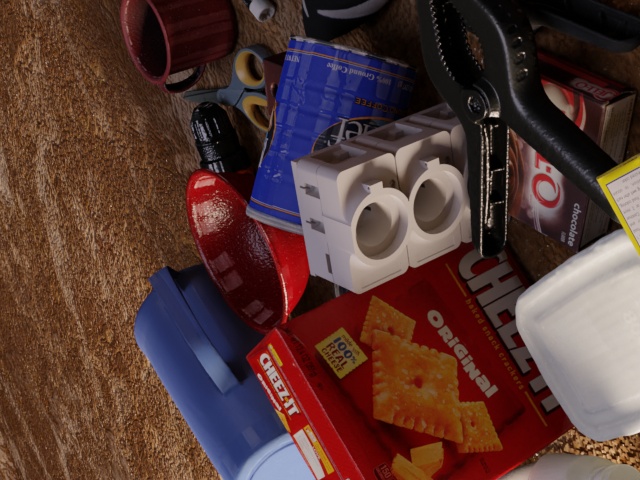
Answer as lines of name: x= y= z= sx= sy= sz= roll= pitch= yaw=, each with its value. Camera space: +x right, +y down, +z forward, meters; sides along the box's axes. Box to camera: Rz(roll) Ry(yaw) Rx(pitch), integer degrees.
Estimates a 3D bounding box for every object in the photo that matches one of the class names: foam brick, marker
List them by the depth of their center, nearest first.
foam brick: x=-0.006 y=-0.129 z=0.907 sx=0.078 sy=0.051 sz=0.053 roll=29 pitch=133 yaw=48
marker: x=-0.082 y=-0.246 z=0.980 sx=0.121 sy=0.020 sz=0.020 roll=52 pitch=148 yaw=24

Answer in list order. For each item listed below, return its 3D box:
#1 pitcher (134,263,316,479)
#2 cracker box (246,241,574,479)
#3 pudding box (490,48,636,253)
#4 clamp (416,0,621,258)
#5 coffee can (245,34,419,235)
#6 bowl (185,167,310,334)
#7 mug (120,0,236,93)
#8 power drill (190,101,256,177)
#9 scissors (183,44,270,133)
pitcher: x=-0.083 y=0.135 z=1.022 sx=0.243 sy=0.149 sz=0.145 roll=51 pitch=129 yaw=44
cracker box: x=0.080 y=0.101 z=0.767 sx=0.164 sy=0.213 sz=0.072 roll=60 pitch=148 yaw=11
pudding box: x=0.154 y=-0.061 z=0.707 sx=0.090 sy=0.039 sz=0.113 roll=36 pitch=139 yaw=41
clamp: x=0.109 y=-0.085 z=0.683 sx=0.210 sy=0.036 sz=0.165 roll=63 pitch=154 yaw=4
coffee can: x=0.009 y=-0.075 z=0.816 sx=0.103 sy=0.102 sz=0.140 roll=23 pitch=101 yaw=51
bowl: x=-0.056 y=0.001 z=0.953 sx=0.162 sy=0.055 sz=0.162 roll=42 pitch=146 yaw=36
mug: x=-0.136 y=-0.197 z=1.038 sx=0.093 sy=0.081 sz=0.117 roll=39 pitch=141 yaw=39
power drill: x=-0.051 y=-0.047 z=1.029 sx=0.188 sy=0.057 sz=0.184 roll=13 pitch=128 yaw=58
scissors: x=-0.091 y=-0.159 z=1.057 sx=0.202 sy=0.016 sz=0.096 roll=29 pitch=137 yaw=45
